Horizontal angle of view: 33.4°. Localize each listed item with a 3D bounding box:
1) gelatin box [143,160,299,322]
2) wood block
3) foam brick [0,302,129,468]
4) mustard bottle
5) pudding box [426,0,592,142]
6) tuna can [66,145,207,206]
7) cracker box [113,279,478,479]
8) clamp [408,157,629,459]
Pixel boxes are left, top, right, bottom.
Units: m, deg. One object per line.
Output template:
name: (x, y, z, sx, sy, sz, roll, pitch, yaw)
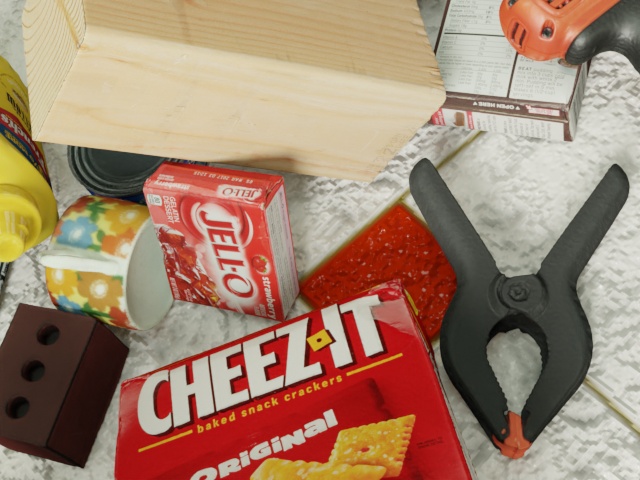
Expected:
gelatin box: (-0.054, 0.001, 0.600, 0.073, 0.089, 0.030, 10, 44, 19)
wood block: (-0.047, -0.102, 0.585, 0.205, 0.090, 0.091, 6, 56, -30)
foam brick: (-0.153, 0.082, 0.608, 0.053, 0.051, 0.078, 9, 66, 19)
mustard bottle: (-0.193, -0.046, 0.627, 0.058, 0.096, 0.192, -28, 38, -2)
pudding box: (0.117, -0.120, 0.644, 0.090, 0.039, 0.113, 9, 65, 19)
tuna can: (-0.115, -0.058, 0.680, 0.086, 0.033, 0.086, -7, 62, 12)
cracker box: (-0.010, 0.123, 0.486, 0.164, 0.072, 0.214, -20, 32, 4)
clamp: (0.095, 0.027, 0.573, 0.120, 0.039, 0.171, 8, 65, 16)
